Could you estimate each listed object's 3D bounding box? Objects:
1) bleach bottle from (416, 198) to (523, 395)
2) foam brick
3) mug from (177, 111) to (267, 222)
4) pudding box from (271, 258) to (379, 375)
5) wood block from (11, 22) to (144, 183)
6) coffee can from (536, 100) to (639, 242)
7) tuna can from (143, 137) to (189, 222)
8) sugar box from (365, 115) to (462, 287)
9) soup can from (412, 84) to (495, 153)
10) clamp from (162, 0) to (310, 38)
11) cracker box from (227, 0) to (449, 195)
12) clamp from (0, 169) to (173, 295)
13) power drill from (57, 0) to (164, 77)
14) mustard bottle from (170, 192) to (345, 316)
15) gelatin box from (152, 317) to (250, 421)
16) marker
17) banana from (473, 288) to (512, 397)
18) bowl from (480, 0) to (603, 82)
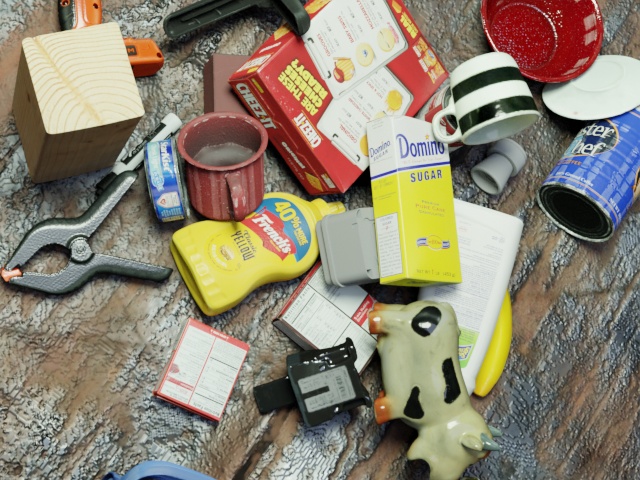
[{"bbox_3d":[0.143,0.085,1.186,0.102,0.068,0.251,18,89,11],"label":"bleach bottle"},{"bbox_3d":[-0.098,-0.159,1.167,0.051,0.053,0.078,2,81,-18],"label":"foam brick"},{"bbox_3d":[-0.096,-0.067,1.110,0.093,0.081,0.117,-14,47,-13],"label":"mug"},{"bbox_3d":[0.017,0.087,1.171,0.113,0.039,0.090,40,72,-6],"label":"pudding box"},{"bbox_3d":[-0.240,-0.127,1.033,0.090,0.206,0.091,-15,86,-20],"label":"wood block"},{"bbox_3d":[0.337,-0.084,1.271,0.103,0.103,0.140,41,71,-8],"label":"coffee can"},{"bbox_3d":[-0.160,-0.062,1.111,0.033,0.086,0.086,-10,84,-3],"label":"tuna can"},{"bbox_3d":[0.100,-0.040,1.131,0.093,0.048,0.176,6,77,-44],"label":"sugar box"},{"bbox_3d":[0.149,-0.139,1.218,0.068,0.102,0.068,3,80,-18],"label":"soup can"},{"bbox_3d":[-0.070,-0.271,1.162,0.165,0.036,0.209,0,36,15],"label":"clamp"},{"bbox_3d":[0.024,-0.179,1.170,0.213,0.072,0.164,-48,114,-27],"label":"cracker box"},{"bbox_3d":[-0.238,0.015,1.098,0.171,0.039,0.120,-29,93,-12],"label":"clamp"},{"bbox_3d":[-0.223,-0.269,1.145,0.184,0.057,0.187,-11,82,-19],"label":"power drill"},{"bbox_3d":[-0.057,0.001,1.149,0.191,0.058,0.096,-24,75,-21],"label":"mustard bottle"},{"bbox_3d":[-0.125,0.136,1.120,0.073,0.030,0.089,26,74,-14],"label":"gelatin box"},{"bbox_3d":[-0.195,-0.090,1.141,0.020,0.020,0.121,45,71,-7],"label":"marker"},{"bbox_3d":[0.186,0.078,1.232,0.069,0.037,0.198,-15,82,7],"label":"banana"},{"bbox_3d":[0.259,-0.259,1.297,0.162,0.055,0.162,4,76,-15],"label":"bowl"}]
